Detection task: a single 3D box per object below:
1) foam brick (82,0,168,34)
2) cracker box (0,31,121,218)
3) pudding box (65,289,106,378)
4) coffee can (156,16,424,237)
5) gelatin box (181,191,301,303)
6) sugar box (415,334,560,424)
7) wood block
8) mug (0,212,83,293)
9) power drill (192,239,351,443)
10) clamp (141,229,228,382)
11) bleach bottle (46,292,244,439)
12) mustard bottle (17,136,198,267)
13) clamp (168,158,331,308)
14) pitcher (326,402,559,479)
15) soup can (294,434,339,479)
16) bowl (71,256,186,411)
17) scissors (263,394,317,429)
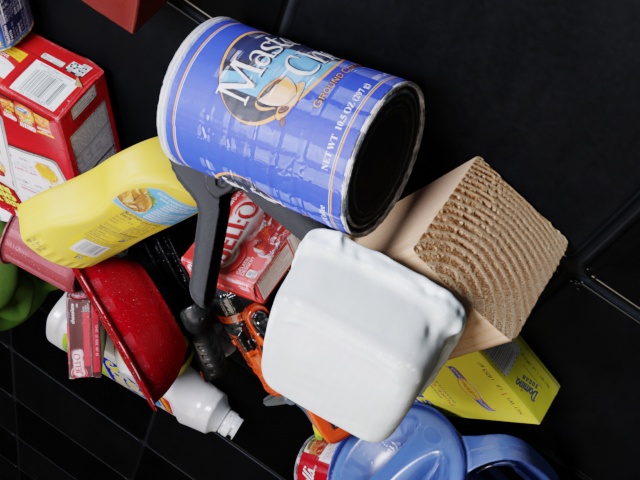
[{"bbox_3d":[-0.135,-0.185,0.700,0.078,0.053,0.051,35,151,5],"label":"foam brick"},{"bbox_3d":[-0.257,-0.095,0.944,0.164,0.072,0.214,28,151,16],"label":"cracker box"},{"bbox_3d":[-0.249,0.085,1.138,0.039,0.113,0.090,1,106,-7],"label":"pudding box"},{"bbox_3d":[-0.018,-0.074,0.684,0.140,0.102,0.103,23,149,22],"label":"coffee can"},{"bbox_3d":[-0.056,0.001,0.846,0.073,0.089,0.030,18,147,30],"label":"gelatin box"},{"bbox_3d":[0.098,0.103,0.875,0.177,0.048,0.093,-10,127,52],"label":"sugar box"},{"bbox_3d":[0.064,0.031,0.759,0.090,0.090,0.206,42,150,-10],"label":"wood block"},{"bbox_3d":[-0.262,0.002,1.085,0.081,0.093,0.117,28,179,6],"label":"mug"},{"bbox_3d":[-0.035,0.084,0.930,0.184,0.057,0.188,61,166,-27],"label":"power drill"},{"bbox_3d":[-0.126,0.060,1.007,0.165,0.036,0.210,59,168,33],"label":"clamp"},{"bbox_3d":[-0.200,0.150,1.249,0.251,0.068,0.103,33,152,2],"label":"bleach bottle"},{"bbox_3d":[-0.143,-0.039,0.857,0.192,0.058,0.096,-24,154,23],"label":"mustard bottle"},{"bbox_3d":[-0.054,-0.042,0.778,0.120,0.039,0.171,-11,96,10],"label":"clamp"},{"bbox_3d":[0.129,0.243,0.934,0.149,0.145,0.242,20,165,46],"label":"pitcher"},{"bbox_3d":[0.032,0.252,1.140,0.102,0.068,0.068,12,143,36],"label":"soup can"},{"bbox_3d":[-0.167,0.072,0.969,0.162,0.055,0.162,55,165,21],"label":"bowl"},{"bbox_3d":[-0.019,0.174,1.100,0.096,0.016,0.202,62,155,18],"label":"scissors"}]
